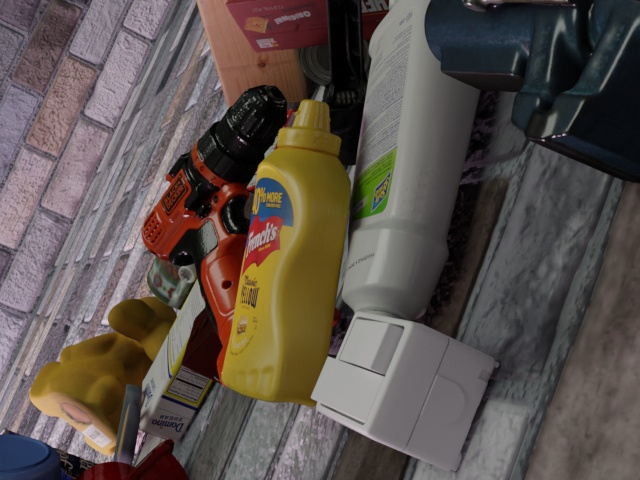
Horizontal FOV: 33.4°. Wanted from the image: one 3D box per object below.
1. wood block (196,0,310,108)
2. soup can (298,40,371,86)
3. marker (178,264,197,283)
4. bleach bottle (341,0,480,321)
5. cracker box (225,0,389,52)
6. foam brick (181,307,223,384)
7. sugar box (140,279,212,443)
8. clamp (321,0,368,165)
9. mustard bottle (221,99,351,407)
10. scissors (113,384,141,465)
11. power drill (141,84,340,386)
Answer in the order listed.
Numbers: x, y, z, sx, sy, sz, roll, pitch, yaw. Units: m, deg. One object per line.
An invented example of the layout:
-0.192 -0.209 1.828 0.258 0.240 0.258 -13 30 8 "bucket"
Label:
-0.071 -0.246 1.085 0.090 0.091 0.206 -84 -14 -46 "wood block"
0.013 -0.195 0.999 0.069 0.068 0.102 -54 21 30 "soup can"
-0.107 0.005 1.082 0.020 0.020 0.121 -50 0 38 "marker"
0.054 -0.042 0.685 0.103 0.068 0.250 135 151 -60 "bleach bottle"
0.025 -0.274 0.941 0.164 0.072 0.213 -1 56 29 "cracker box"
-0.075 0.079 0.903 0.078 0.051 0.053 -46 25 46 "foam brick"
-0.114 0.094 1.007 0.176 0.048 0.093 -63 17 18 "sugar box"
0.018 -0.098 0.785 0.171 0.039 0.120 75 -156 -59 "clamp"
-0.018 0.005 0.686 0.096 0.058 0.191 -175 95 -69 "mustard bottle"
-0.189 0.234 0.998 0.096 0.016 0.202 140 138 -71 "scissors"
-0.055 0.001 0.806 0.185 0.057 0.188 -49 53 36 "power drill"
